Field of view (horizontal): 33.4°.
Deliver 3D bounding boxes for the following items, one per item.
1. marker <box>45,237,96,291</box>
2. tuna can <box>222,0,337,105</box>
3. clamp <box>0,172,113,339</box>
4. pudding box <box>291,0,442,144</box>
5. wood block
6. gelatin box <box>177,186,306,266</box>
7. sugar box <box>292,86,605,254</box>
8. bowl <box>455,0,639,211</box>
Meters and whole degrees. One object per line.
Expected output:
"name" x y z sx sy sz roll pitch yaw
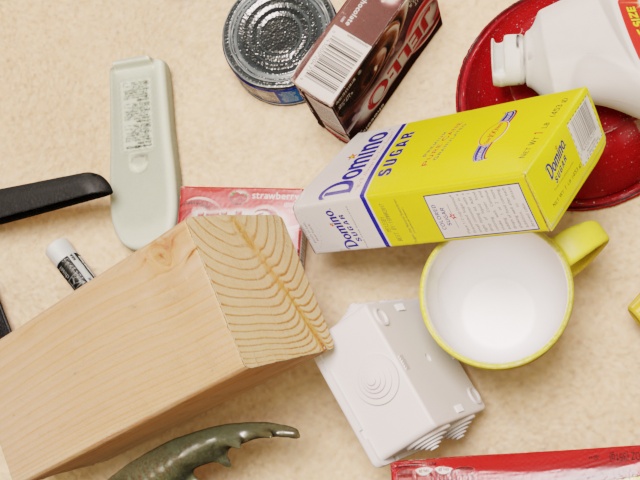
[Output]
"marker" -0.152 0.048 0.749 0.020 0.020 0.121 -41 74 0
"tuna can" -0.026 -0.141 0.757 0.086 0.033 0.086 -2 78 11
"clamp" -0.249 -0.014 0.764 0.210 0.036 0.164 35 99 21
"pudding box" 0.034 -0.128 0.713 0.039 0.090 0.113 36 88 18
"wood block" -0.107 0.069 0.655 0.206 0.090 0.091 -30 76 31
"gelatin box" -0.055 0.001 0.733 0.089 0.030 0.073 3 79 10
"sugar box" 0.074 -0.040 0.645 0.177 0.048 0.093 -4 33 42
"bowl" 0.168 -0.103 0.699 0.162 0.055 0.162 -2 78 10
